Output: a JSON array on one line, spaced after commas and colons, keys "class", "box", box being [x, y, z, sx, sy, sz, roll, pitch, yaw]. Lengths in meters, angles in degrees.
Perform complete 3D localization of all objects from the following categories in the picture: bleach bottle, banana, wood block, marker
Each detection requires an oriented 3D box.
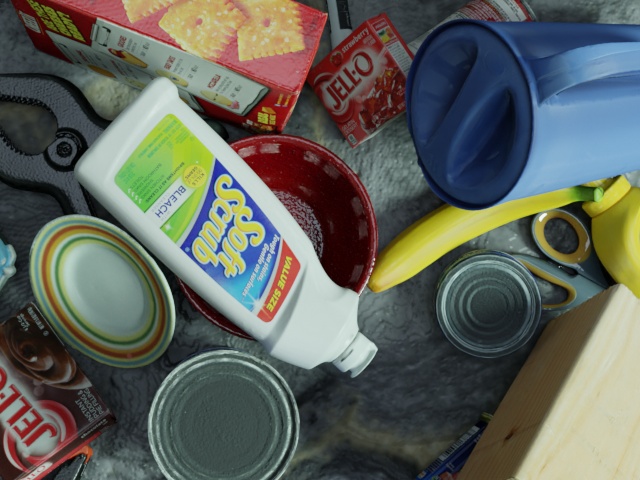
[{"class": "bleach bottle", "box": [-0.055, 0.001, 0.780, 0.251, 0.068, 0.102, 42, 83, -3]}, {"class": "banana", "box": [0.122, -0.015, 0.853, 0.198, 0.069, 0.037, -24, 105, 1]}, {"class": "wood block", "box": [0.187, 0.139, 0.786, 0.090, 0.091, 0.205, 44, 51, -3]}, {"class": "marker", "box": [0.011, -0.216, 0.883, 0.020, 0.020, 0.121, -7, 86, -7]}]

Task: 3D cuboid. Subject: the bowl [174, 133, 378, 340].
[{"class": "bowl", "box": [-0.038, 0.000, 0.841, 0.162, 0.055, 0.162, 0, 85, -6]}]

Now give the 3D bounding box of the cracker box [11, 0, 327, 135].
[{"class": "cracker box", "box": [-0.112, -0.156, 0.793, 0.213, 0.164, 0.072, 21, 81, -4]}]

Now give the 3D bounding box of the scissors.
[{"class": "scissors", "box": [0.245, 0.036, 0.886, 0.201, 0.016, 0.096, 15, 84, -4]}]

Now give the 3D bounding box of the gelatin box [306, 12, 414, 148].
[{"class": "gelatin box", "box": [0.037, -0.125, 0.844, 0.030, 0.089, 0.073, -34, 91, -42]}]

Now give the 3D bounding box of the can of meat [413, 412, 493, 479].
[{"class": "can of meat", "box": [0.134, 0.202, 0.840, 0.084, 0.057, 0.102, -40, 90, -6]}]

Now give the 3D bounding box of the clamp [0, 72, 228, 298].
[{"class": "clamp", "box": [-0.199, -0.059, 0.839, 0.210, 0.036, 0.164, 25, 86, -3]}]

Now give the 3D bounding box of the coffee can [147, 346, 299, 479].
[{"class": "coffee can", "box": [-0.072, 0.130, 0.783, 0.102, 0.140, 0.103, 0, 85, -6]}]

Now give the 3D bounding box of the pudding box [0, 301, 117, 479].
[{"class": "pudding box", "box": [-0.221, 0.118, 0.802, 0.090, 0.039, 0.113, -36, 69, -13]}]

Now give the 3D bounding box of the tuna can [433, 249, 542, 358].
[{"class": "tuna can", "box": [0.133, 0.051, 0.854, 0.086, 0.033, 0.086, 0, 94, 6]}]

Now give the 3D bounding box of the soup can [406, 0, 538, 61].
[{"class": "soup can", "box": [0.119, -0.153, 0.864, 0.102, 0.068, 0.068, -35, 89, -7]}]

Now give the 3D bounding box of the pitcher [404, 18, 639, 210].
[{"class": "pitcher", "box": [0.198, -0.105, 0.793, 0.242, 0.149, 0.145, -11, 126, -33]}]
